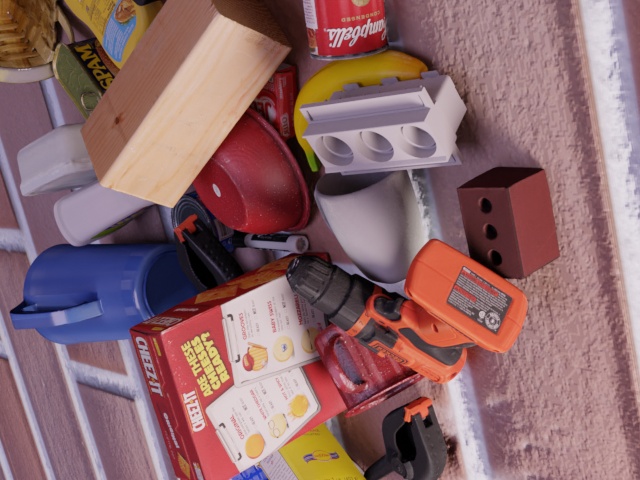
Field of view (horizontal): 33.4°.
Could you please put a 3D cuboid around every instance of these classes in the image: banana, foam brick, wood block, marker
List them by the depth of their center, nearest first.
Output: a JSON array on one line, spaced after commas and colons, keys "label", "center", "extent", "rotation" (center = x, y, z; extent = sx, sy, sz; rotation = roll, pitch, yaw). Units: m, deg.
[{"label": "foam brick", "center": [0.151, -0.015, 0.853], "extent": [0.053, 0.051, 0.078], "rotation": [4, 112, 50]}, {"label": "banana", "center": [0.023, -0.131, 0.964], "extent": [0.069, 0.037, 0.198], "rotation": [43, 146, -8]}, {"label": "wood block", "center": [-0.132, -0.143, 1.018], "extent": [0.206, 0.090, 0.091], "rotation": [-50, 46, 24]}, {"label": "marker", "center": [-0.058, 0.001, 1.150], "extent": [0.121, 0.020, 0.020], "rotation": [4, 113, 50]}]

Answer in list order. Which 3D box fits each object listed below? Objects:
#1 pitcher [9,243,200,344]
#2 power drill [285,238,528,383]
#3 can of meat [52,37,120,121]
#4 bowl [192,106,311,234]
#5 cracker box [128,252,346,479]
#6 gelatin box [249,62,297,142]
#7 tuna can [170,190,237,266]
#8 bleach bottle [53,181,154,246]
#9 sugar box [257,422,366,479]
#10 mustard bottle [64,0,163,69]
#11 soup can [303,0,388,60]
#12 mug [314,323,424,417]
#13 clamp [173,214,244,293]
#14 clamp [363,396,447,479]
[{"label": "pitcher", "center": [-0.260, 0.067, 1.317], "extent": [0.243, 0.149, 0.144], "rotation": [-5, 147, 46]}, {"label": "power drill", "center": [0.073, 0.053, 0.902], "extent": [0.184, 0.057, 0.188], "rotation": [30, 160, -11]}, {"label": "can of meat", "center": [-0.242, -0.187, 1.220], "extent": [0.102, 0.083, 0.058], "rotation": [53, 142, 17]}, {"label": "bowl", "center": [-0.084, -0.063, 1.087], "extent": [0.162, 0.055, 0.162], "rotation": [38, 149, 27]}, {"label": "cracker box", "center": [-0.068, 0.123, 1.067], "extent": [0.072, 0.213, 0.164], "rotation": [-1, 109, 51]}, {"label": "gelatin box", "center": [-0.060, -0.144, 1.061], "extent": [0.089, 0.030, 0.073], "rotation": [26, 129, 42]}, {"label": "tuna can", "center": [-0.133, -0.016, 1.222], "extent": [0.086, 0.033, 0.086], "rotation": [29, 130, 40]}, {"label": "bleach bottle", "center": [-0.221, -0.058, 1.250], "extent": [0.251, 0.102, 0.068], "rotation": [-19, 98, 55]}, {"label": "sugar box", "center": [-0.034, 0.213, 1.153], "extent": [0.048, 0.093, 0.176], "rotation": [-55, 52, 23]}, {"label": "mustard bottle", "center": [-0.212, -0.242, 1.172], "extent": [0.192, 0.058, 0.096], "rotation": [52, 133, 19]}, {"label": "soup can", "center": [0.019, -0.209, 0.895], "extent": [0.069, 0.068, 0.102], "rotation": [16, 121, 46]}, {"label": "mug", "center": [0.039, 0.113, 1.017], "extent": [0.093, 0.117, 0.081], "rotation": [-36, 74, 30]}, {"label": "clamp", "center": [-0.098, 0.063, 1.185], "extent": [0.165, 0.036, 0.210], "rotation": [19, 142, 41]}, {"label": "clamp", "center": [0.085, 0.222, 1.083], "extent": [0.120, 0.039, 0.171], "rotation": [23, 127, 39]}]
